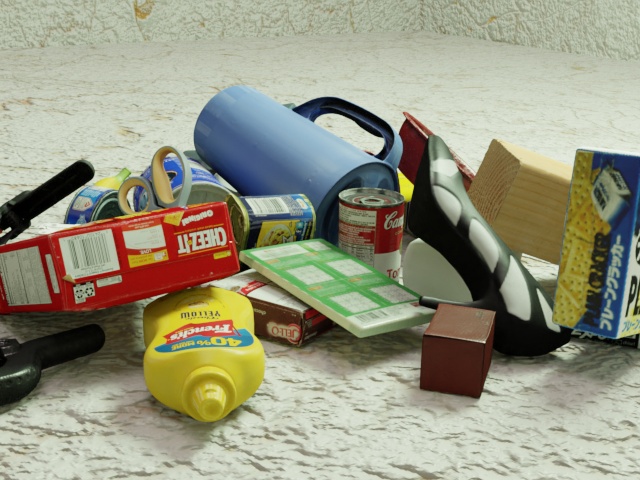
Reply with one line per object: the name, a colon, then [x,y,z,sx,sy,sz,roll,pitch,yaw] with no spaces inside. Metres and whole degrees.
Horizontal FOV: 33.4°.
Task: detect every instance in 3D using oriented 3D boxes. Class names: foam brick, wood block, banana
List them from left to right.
banana: [-0.262,-0.043,1.296,0.037,0.070,0.198,43,8,-23]
foam brick: [0.117,0.093,0.906,0.053,0.051,0.078,8,18,15]
wood block: [0.266,-0.025,1.125,0.206,0.090,0.091,18,18,-16]

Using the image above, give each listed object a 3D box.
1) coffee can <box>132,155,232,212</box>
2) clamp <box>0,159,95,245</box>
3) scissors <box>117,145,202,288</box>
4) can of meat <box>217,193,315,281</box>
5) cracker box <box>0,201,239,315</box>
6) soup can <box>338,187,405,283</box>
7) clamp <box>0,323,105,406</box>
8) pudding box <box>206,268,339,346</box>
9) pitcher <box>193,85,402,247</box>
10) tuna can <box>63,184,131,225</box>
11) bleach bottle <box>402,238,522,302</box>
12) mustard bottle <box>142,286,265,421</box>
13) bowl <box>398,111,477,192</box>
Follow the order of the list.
coffee can: [-0.149,-0.031,1.193,0.102,0.103,0.140,-3,18,-18]
clamp: [-0.329,-0.029,1.166,0.164,0.036,0.210,-41,17,-18]
scissors: [-0.161,-0.003,1.081,0.096,0.202,0.016,-19,-27,22]
can of meat: [-0.057,0.001,1.099,0.083,0.102,0.057,-4,35,-27]
cracker box: [-0.197,0.020,0.964,0.163,0.072,0.214,-13,3,-33]
soup can: [0.051,0.003,1.105,0.068,0.102,0.068,2,17,-1]
clamp: [-0.266,0.096,0.871,0.120,0.039,0.171,2,13,18]
pudding box: [-0.041,0.061,1.015,0.114,0.039,0.089,15,18,29]
pitcher: [-0.029,-0.091,1.225,0.149,0.145,0.243,-21,45,-36]
tuna can: [-0.241,-0.016,1.162,0.034,0.086,0.086,11,19,22]
bleach bottle: [0.181,0.011,1.169,0.103,0.068,0.250,14,17,25]
mustard bottle: [-0.095,0.095,0.861,0.096,0.058,0.192,-2,18,-9]
bowl: [0.141,-0.079,1.261,0.162,0.055,0.162,40,11,-10]
